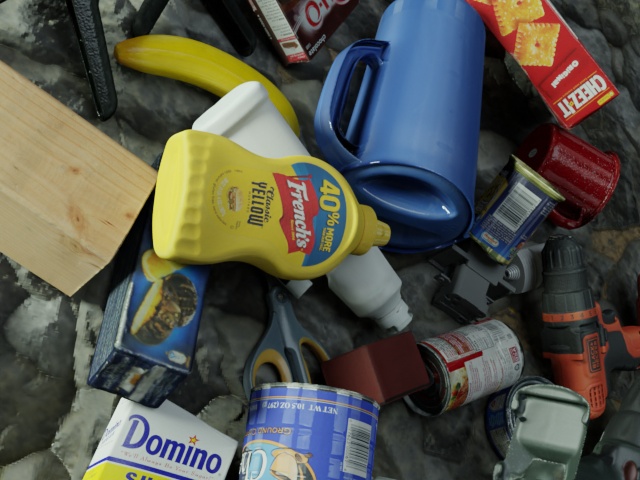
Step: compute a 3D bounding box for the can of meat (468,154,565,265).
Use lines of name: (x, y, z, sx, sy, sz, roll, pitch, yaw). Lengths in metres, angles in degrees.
can of meat: (0.183, -0.030, 1.029, 0.057, 0.084, 0.102, 37, 12, -3)

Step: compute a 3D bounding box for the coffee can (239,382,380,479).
coffee can: (-0.012, 0.188, 0.808, 0.102, 0.103, 0.140, 18, 67, -27)

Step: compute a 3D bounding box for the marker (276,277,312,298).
marker: (-0.056, 0.001, 0.908, 0.121, 0.020, 0.020, 45, 52, 2)

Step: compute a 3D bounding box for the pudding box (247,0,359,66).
pudding box: (-0.017, -0.236, 1.024, 0.113, 0.039, 0.090, -54, 125, -35)

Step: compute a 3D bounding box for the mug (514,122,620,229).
mug: (0.249, -0.062, 1.112, 0.081, 0.093, 0.117, 28, 51, -16)

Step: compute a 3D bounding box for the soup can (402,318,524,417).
soup can: (0.127, 0.114, 0.967, 0.102, 0.069, 0.068, -13, 78, -37)

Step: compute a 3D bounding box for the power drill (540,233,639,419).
power drill: (0.297, 0.075, 1.083, 0.187, 0.057, 0.184, -10, 96, -35)

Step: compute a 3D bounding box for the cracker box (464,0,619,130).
cracker box: (0.216, -0.225, 1.129, 0.213, 0.072, 0.164, 51, 15, -5)

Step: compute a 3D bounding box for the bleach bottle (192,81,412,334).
bleach bottle: (-0.005, -0.018, 0.909, 0.068, 0.103, 0.250, -41, 104, -4)

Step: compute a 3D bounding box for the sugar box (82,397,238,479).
sugar box: (-0.133, 0.203, 0.767, 0.093, 0.048, 0.176, 33, 56, -18)

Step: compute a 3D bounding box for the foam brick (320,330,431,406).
foam brick: (0.047, 0.114, 0.910, 0.078, 0.053, 0.051, -9, 77, -55)

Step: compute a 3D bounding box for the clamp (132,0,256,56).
clamp: (-0.112, -0.247, 0.984, 0.120, 0.039, 0.171, 14, 69, -36)

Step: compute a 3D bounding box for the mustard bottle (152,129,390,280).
mustard bottle: (-0.029, -0.019, 0.817, 0.191, 0.058, 0.096, 11, 79, -30)

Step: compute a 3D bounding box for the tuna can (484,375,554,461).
tuna can: (0.198, 0.173, 1.010, 0.086, 0.034, 0.086, 14, 63, -29)

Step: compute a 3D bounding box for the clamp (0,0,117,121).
clamp: (-0.219, -0.217, 0.855, 0.164, 0.036, 0.210, 15, 90, -26)

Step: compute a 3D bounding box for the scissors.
scissors: (-0.048, 0.062, 0.905, 0.096, 0.016, 0.202, -22, 83, -38)

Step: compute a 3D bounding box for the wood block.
wood block: (-0.236, -0.061, 0.784, 0.206, 0.091, 0.090, 35, 54, -16)

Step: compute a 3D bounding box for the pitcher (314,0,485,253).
pitcher: (0.084, -0.124, 1.004, 0.145, 0.149, 0.242, 6, 56, 10)

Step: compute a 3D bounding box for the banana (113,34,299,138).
banana: (-0.087, -0.135, 0.947, 0.197, 0.037, 0.069, 34, 53, -20)
